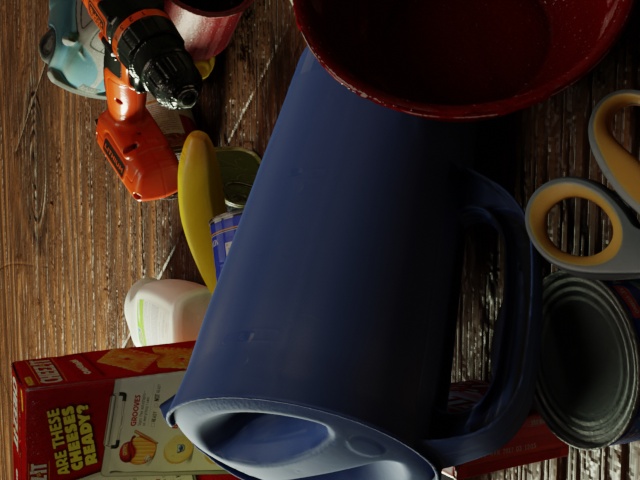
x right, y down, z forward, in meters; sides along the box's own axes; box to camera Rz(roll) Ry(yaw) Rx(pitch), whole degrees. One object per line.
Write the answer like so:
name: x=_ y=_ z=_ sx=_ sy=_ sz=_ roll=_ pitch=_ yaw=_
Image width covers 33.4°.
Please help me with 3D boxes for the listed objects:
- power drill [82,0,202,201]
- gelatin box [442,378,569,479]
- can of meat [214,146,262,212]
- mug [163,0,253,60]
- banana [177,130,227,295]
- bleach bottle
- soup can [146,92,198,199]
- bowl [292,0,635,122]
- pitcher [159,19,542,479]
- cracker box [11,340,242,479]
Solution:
power drill: x=-0.148 y=-0.123 z=0.894 sx=0.184 sy=0.057 sz=0.188 roll=56 pitch=153 yaw=33
gelatin box: x=0.080 y=0.100 z=0.581 sx=0.089 sy=0.073 sz=0.030 roll=8 pitch=101 yaw=64
can of meat: x=-0.072 y=-0.020 z=0.898 sx=0.102 sy=0.057 sz=0.084 roll=50 pitch=139 yaw=50
mug: x=-0.113 y=-0.215 z=0.906 sx=0.117 sy=0.093 sz=0.082 roll=48 pitch=151 yaw=5
banana: x=-0.069 y=0.010 z=0.832 sx=0.070 sy=0.037 sz=0.198 roll=-21 pitch=104 yaw=30
bleach bottle: x=-0.149 y=0.077 z=1.066 sx=0.251 sy=0.068 sz=0.102 roll=-161 pitch=70 yaw=-65
soup can: x=-0.151 y=-0.100 z=1.036 sx=0.102 sy=0.068 sz=0.069 roll=68 pitch=149 yaw=33
bowl: x=0.070 y=-0.115 z=0.523 sx=0.055 sy=0.162 sz=0.162 roll=70 pitch=-178 yaw=-63
pitcher: x=0.025 y=0.006 z=0.555 sx=0.145 sy=0.149 sz=0.242 roll=130 pitch=158 yaw=-59
cracker box: x=-0.146 y=0.174 z=0.897 sx=0.072 sy=0.213 sz=0.164 roll=30 pitch=120 yaw=60
